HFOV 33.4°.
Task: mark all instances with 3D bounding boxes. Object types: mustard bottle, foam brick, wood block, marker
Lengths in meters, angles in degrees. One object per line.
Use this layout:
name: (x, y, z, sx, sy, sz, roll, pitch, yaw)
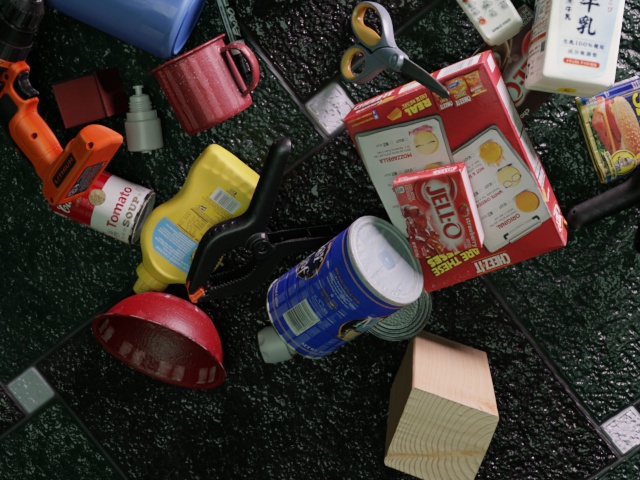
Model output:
mustard bottle: (-0.145, -0.009, 1.201, 0.096, 0.058, 0.192, 38, 103, -19)
foam brick: (-0.252, -0.158, 1.175, 0.051, 0.078, 0.053, -14, 99, 11)
wood block: (0.126, 0.175, 1.135, 0.091, 0.206, 0.090, 20, 103, 1)
marker: (-0.098, -0.237, 1.172, 0.020, 0.020, 0.121, -16, 99, 9)

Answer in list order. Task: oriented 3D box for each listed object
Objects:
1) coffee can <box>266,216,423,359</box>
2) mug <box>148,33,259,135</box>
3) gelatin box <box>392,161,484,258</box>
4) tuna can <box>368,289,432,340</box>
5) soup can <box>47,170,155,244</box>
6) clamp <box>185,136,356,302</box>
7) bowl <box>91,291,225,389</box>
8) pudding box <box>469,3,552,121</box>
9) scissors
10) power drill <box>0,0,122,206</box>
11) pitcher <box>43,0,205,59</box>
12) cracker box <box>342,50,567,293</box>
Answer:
coffee can: (0.025, 0.052, 1.135, 0.103, 0.102, 0.141, 50, 127, -5)
mug: (-0.116, -0.170, 1.149, 0.117, 0.093, 0.081, -21, 104, 25)
gelatin box: (0.122, -0.030, 1.095, 0.073, 0.030, 0.089, -10, 111, 21)
tuna can: (0.084, 0.067, 1.203, 0.086, 0.033, 0.086, 2, 102, 10)
soup can: (-0.246, -0.044, 1.202, 0.102, 0.068, 0.068, 23, 103, 1)
clamp: (-0.058, 0.001, 1.177, 0.210, 0.036, 0.164, -43, 123, 13)
bowl: (-0.173, 0.105, 1.205, 0.162, 0.162, 0.055, 21, 61, 2)
pudding box: (0.208, -0.181, 1.140, 0.090, 0.039, 0.113, 44, 102, -3)
scissors: (0.069, -0.173, 1.101, 0.016, 0.202, 0.096, 7, 130, -32)
power drill: (-0.294, -0.144, 1.116, 0.188, 0.057, 0.185, 47, 124, 10)
pitcher: (-0.240, -0.296, 1.115, 0.243, 0.149, 0.145, 27, 103, -3)
cracker box: (0.144, -0.072, 1.129, 0.164, 0.072, 0.213, -21, 106, 24)
